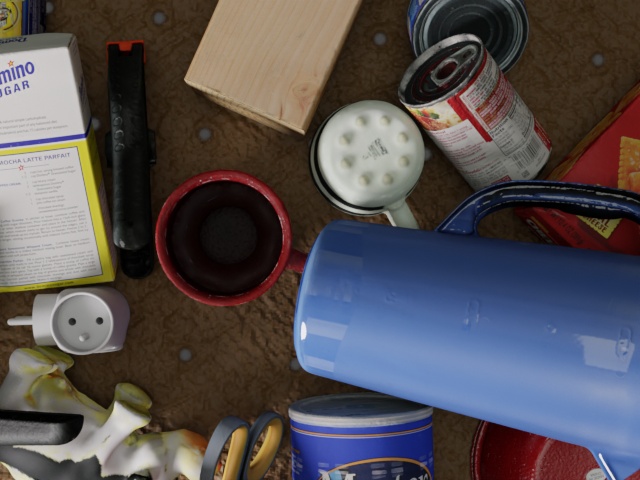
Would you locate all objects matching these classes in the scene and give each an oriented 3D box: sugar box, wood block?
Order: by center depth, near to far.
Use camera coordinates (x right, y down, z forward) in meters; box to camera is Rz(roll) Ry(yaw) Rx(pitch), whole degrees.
[{"bbox_3d":[-0.201,-0.052,0.742,0.093,0.048,0.176,-6,115,-3],"label":"sugar box"},{"bbox_3d":[-0.011,-0.185,0.758,0.091,0.090,0.206,24,90,-2],"label":"wood block"}]

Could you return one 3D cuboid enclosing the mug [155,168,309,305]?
[{"bbox_3d":[-0.055,0.001,0.762,0.117,0.081,0.093,15,90,-2],"label":"mug"}]

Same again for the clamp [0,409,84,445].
[{"bbox_3d":[-0.250,0.123,0.733,0.165,0.036,0.210,48,116,23],"label":"clamp"}]

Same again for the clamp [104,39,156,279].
[{"bbox_3d":[-0.135,-0.056,0.763,0.039,0.120,0.171,1,69,-13],"label":"clamp"}]

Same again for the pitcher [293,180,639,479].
[{"bbox_3d":[0.113,0.047,0.707,0.243,0.149,0.145,11,128,13],"label":"pitcher"}]

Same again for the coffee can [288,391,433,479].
[{"bbox_3d":[0.031,0.185,0.756,0.103,0.103,0.140,-2,91,-2],"label":"coffee can"}]

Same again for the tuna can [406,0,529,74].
[{"bbox_3d":[0.106,-0.154,0.768,0.086,0.033,0.086,-1,126,-1],"label":"tuna can"}]

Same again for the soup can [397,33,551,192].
[{"bbox_3d":[0.111,-0.086,0.753,0.068,0.069,0.102,-45,122,-1],"label":"soup can"}]

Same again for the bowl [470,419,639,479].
[{"bbox_3d":[0.195,0.170,0.785,0.162,0.055,0.162,0,90,-2],"label":"bowl"}]

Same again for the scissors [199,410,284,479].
[{"bbox_3d":[-0.067,0.207,0.789,0.016,0.096,0.202,25,122,27],"label":"scissors"}]
